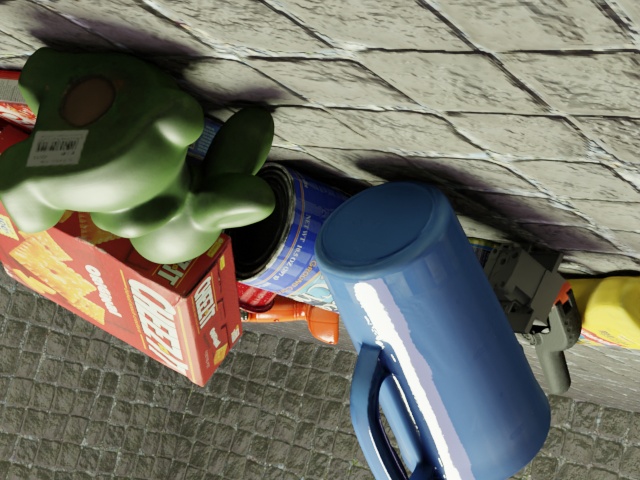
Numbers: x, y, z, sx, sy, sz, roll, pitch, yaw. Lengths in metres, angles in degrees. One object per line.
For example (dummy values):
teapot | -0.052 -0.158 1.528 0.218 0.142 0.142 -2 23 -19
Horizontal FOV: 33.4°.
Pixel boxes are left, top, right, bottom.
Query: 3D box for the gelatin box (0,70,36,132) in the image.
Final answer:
gelatin box | -0.213 -0.101 0.818 0.073 0.030 0.089 10 170 30

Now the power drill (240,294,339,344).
power drill | -0.072 0.079 1.171 0.187 0.057 0.184 2 -169 2

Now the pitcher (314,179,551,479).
pitcher | 0.082 0.082 0.838 0.145 0.149 0.242 -22 124 9

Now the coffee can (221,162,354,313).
coffee can | 0.001 0.004 0.901 0.140 0.103 0.103 20 170 -34

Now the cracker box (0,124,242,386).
cracker box | -0.174 0.017 0.875 0.214 0.072 0.164 27 153 15

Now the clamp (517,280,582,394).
clamp | 0.216 0.090 1.033 0.120 0.039 0.171 39 161 6
